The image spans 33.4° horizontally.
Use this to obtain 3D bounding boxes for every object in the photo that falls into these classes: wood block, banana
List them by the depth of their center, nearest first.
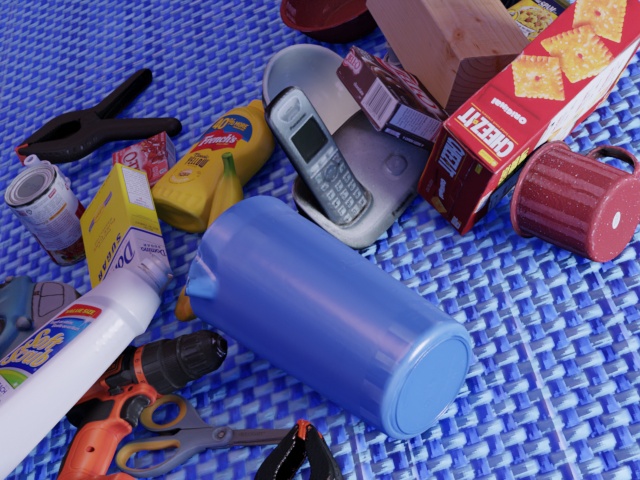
[{"bbox_3d":[-0.111,0.007,1.097,0.037,0.069,0.197,-6,56,26],"label":"banana"},{"bbox_3d":[0.132,-0.224,1.120,0.090,0.091,0.206,-8,50,-21],"label":"wood block"}]

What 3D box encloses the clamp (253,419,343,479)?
[{"bbox_3d":[-0.016,0.225,0.845,0.120,0.039,0.171,5,58,25],"label":"clamp"}]

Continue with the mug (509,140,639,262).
[{"bbox_3d":[0.233,-0.039,0.931,0.082,0.093,0.117,28,62,39],"label":"mug"}]

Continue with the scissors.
[{"bbox_3d":[-0.094,0.165,0.967,0.202,0.016,0.096,-17,42,14],"label":"scissors"}]

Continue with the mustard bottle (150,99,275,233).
[{"bbox_3d":[-0.107,-0.095,1.205,0.096,0.058,0.191,13,56,45],"label":"mustard bottle"}]

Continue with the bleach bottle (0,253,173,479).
[{"bbox_3d":[-0.238,0.106,0.985,0.250,0.068,0.103,-46,31,-16],"label":"bleach bottle"}]

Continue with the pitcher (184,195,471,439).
[{"bbox_3d":[0.015,0.064,0.924,0.243,0.145,0.149,31,73,37],"label":"pitcher"}]

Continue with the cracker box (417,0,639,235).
[{"bbox_3d":[0.191,-0.120,0.975,0.213,0.164,0.072,-42,78,-14],"label":"cracker box"}]

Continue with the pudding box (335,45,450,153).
[{"bbox_3d":[0.076,-0.136,1.042,0.039,0.089,0.113,-54,40,24],"label":"pudding box"}]

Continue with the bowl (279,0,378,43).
[{"bbox_3d":[0.033,-0.296,1.327,0.162,0.055,0.162,-18,43,18],"label":"bowl"}]

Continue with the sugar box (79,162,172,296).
[{"bbox_3d":[-0.210,0.007,1.135,0.093,0.048,0.176,-53,35,26],"label":"sugar box"}]

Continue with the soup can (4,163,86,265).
[{"bbox_3d":[-0.305,-0.029,1.219,0.068,0.102,0.068,-16,42,15],"label":"soup can"}]

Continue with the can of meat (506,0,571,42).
[{"bbox_3d":[0.229,-0.216,1.136,0.084,0.057,0.102,-32,41,-1],"label":"can of meat"}]

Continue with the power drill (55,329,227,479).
[{"bbox_3d":[-0.171,0.169,0.946,0.185,0.057,0.187,-23,32,24],"label":"power drill"}]

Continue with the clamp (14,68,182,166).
[{"bbox_3d":[-0.289,-0.152,1.371,0.210,0.036,0.164,-19,38,-3],"label":"clamp"}]

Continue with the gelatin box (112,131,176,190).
[{"bbox_3d":[-0.210,-0.083,1.275,0.073,0.030,0.089,-22,41,9],"label":"gelatin box"}]
